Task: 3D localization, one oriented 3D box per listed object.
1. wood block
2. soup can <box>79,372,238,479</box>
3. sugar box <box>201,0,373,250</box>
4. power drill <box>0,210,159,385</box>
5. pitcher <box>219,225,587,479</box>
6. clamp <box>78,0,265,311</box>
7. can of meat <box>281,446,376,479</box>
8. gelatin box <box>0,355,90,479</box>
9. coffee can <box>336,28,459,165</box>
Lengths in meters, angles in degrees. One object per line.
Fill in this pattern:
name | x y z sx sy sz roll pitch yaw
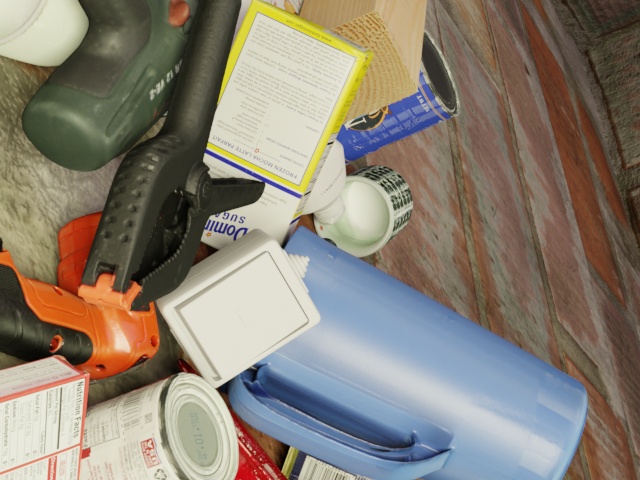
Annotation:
wood block | 0.042 -0.209 1.025 0.090 0.091 0.206 58 24 -28
soup can | -0.104 0.117 0.574 0.068 0.102 0.068 47 30 -39
sugar box | -0.040 -0.075 0.778 0.093 0.176 0.048 27 15 6
power drill | -0.174 0.006 0.584 0.187 0.057 0.184 14 60 -59
pitcher | 0.056 0.104 0.752 0.149 0.243 0.145 -63 176 -14
clamp | -0.083 -0.044 0.632 0.209 0.036 0.164 -60 153 -50
can of meat | 0.025 0.159 0.825 0.084 0.057 0.102 22 25 7
gelatin box | -0.154 0.100 0.502 0.089 0.030 0.073 -14 118 -48
coffee can | 0.063 -0.152 1.134 0.102 0.140 0.103 47 30 -40
